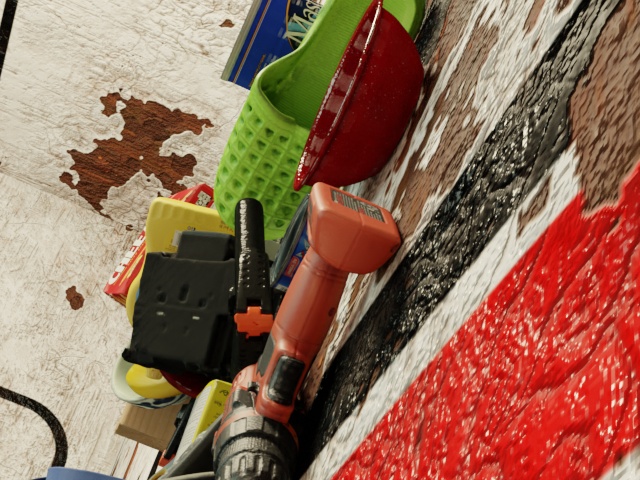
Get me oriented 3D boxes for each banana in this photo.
[{"bbox_3d":[-0.158,0.141,1.184,0.198,0.037,0.069,-14,52,40],"label":"banana"}]

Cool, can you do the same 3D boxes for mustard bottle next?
[{"bbox_3d":[-0.156,0.056,1.143,0.058,0.096,0.192,-139,64,-80],"label":"mustard bottle"}]

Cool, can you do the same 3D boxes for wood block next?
[{"bbox_3d":[-0.184,0.164,1.384,0.091,0.090,0.206,130,162,-68],"label":"wood block"}]

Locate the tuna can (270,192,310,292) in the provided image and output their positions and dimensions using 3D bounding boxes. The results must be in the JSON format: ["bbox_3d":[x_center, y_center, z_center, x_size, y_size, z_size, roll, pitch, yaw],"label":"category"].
[{"bbox_3d":[-0.012,0.005,0.902,0.086,0.033,0.086,-157,91,-82],"label":"tuna can"}]

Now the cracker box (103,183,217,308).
[{"bbox_3d":[-0.190,0.016,1.330,0.164,0.072,0.214,-56,14,-12],"label":"cracker box"}]

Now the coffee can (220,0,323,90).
[{"bbox_3d":[-0.010,-0.170,1.000,0.103,0.140,0.103,-157,91,-82],"label":"coffee can"}]

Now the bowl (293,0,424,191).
[{"bbox_3d":[0.035,-0.102,0.815,0.162,0.055,0.162,-157,91,-82],"label":"bowl"}]

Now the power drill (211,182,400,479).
[{"bbox_3d":[-0.014,0.065,0.653,0.184,0.057,0.188,-99,33,-76],"label":"power drill"}]

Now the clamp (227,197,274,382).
[{"bbox_3d":[-0.056,0.060,0.845,0.210,0.036,0.164,-119,30,-78],"label":"clamp"}]

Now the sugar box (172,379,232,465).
[{"bbox_3d":[-0.107,0.212,0.904,0.093,0.048,0.176,131,157,-65],"label":"sugar box"}]

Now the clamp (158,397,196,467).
[{"bbox_3d":[-0.138,0.191,1.193,0.171,0.039,0.120,-79,9,-68],"label":"clamp"}]
